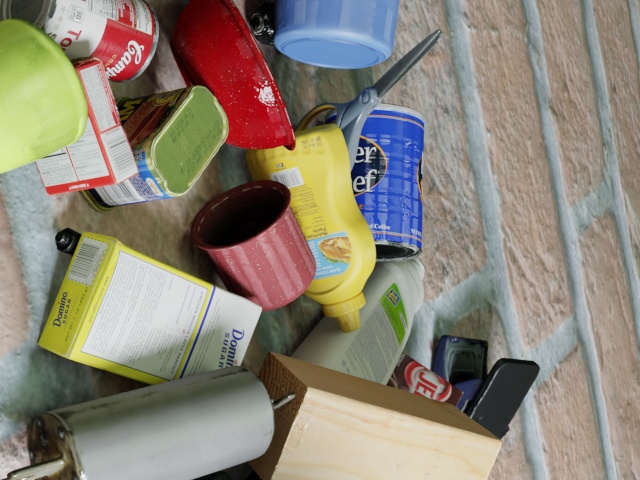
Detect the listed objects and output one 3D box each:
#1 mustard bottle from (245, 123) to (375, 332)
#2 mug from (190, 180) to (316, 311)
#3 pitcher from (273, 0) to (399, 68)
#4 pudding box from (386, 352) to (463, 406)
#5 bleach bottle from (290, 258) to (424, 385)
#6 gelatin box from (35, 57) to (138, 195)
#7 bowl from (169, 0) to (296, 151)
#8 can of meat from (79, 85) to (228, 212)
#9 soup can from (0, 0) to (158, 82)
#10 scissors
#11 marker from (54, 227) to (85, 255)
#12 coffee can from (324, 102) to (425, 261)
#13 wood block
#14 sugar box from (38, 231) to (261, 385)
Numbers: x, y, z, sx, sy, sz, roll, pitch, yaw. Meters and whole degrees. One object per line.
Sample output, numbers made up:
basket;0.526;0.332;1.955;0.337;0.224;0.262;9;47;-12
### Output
mustard bottle;0.001;-0.006;0.985;0.058;0.096;0.191;-30;105;-54
mug;-0.056;0.001;0.935;0.117;0.093;0.081;-110;176;-57
pitcher;0.012;-0.286;0.956;0.145;0.149;0.243;29;66;-76
pudding box;0.085;0.175;1.101;0.090;0.039;0.113;32;47;6
bleach bottle;0.050;0.097;1.083;0.250;0.068;0.102;-47;123;-50
gelatin box;-0.179;-0.081;0.772;0.030;0.073;0.089;-36;114;-52
bowl;-0.081;-0.136;0.891;0.055;0.162;0.162;-27;114;-7
can of meat;-0.131;-0.073;0.829;0.057;0.084;0.102;59;43;-32
soup can;-0.179;-0.162;0.787;0.102;0.069;0.068;12;76;-53
scissors;0.043;-0.110;0.981;0.016;0.202;0.096;8;69;-40
marker;-0.159;0.017;0.832;0.121;0.020;0.020;30;62;-50
coffee can;0.053;-0.056;1.072;0.102;0.103;0.140;17;72;-53
wood block;0.041;0.176;0.934;0.205;0.091;0.090;20;94;-28
sugar box;-0.127;0.066;0.835;0.176;0.048;0.093;32;77;-52
